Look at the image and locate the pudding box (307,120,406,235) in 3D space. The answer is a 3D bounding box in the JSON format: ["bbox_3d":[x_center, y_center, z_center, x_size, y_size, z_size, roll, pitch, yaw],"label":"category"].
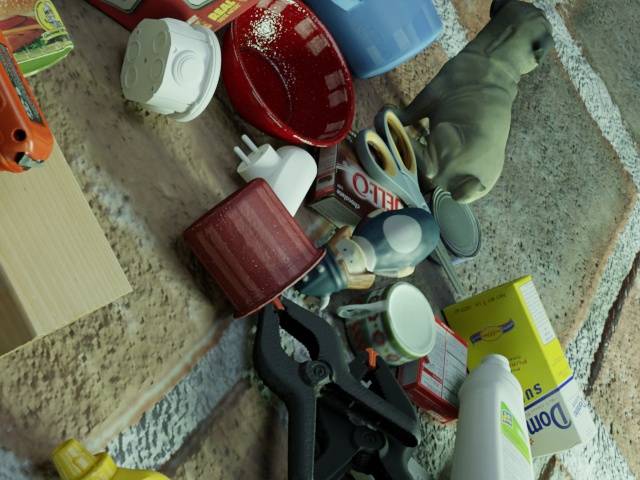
[{"bbox_3d":[0.039,-0.049,1.041,0.113,0.039,0.090,33,47,-36],"label":"pudding box"}]

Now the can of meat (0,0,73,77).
[{"bbox_3d":[-0.235,-0.157,0.759,0.101,0.058,0.084,-34,99,-53],"label":"can of meat"}]

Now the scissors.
[{"bbox_3d":[0.086,-0.033,1.045,0.096,0.016,0.202,-8,77,-53],"label":"scissors"}]

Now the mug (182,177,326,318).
[{"bbox_3d":[-0.056,0.001,0.870,0.081,0.093,0.117,54,8,-7],"label":"mug"}]

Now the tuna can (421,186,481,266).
[{"bbox_3d":[0.134,-0.016,1.141,0.086,0.034,0.086,27,51,-39],"label":"tuna can"}]

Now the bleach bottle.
[{"bbox_3d":[0.160,0.207,0.968,0.102,0.068,0.250,54,29,-29],"label":"bleach bottle"}]

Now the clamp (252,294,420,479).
[{"bbox_3d":[0.005,0.116,0.866,0.120,0.039,0.171,-6,60,-31],"label":"clamp"}]

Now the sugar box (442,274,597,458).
[{"bbox_3d":[0.203,0.133,1.091,0.048,0.094,0.176,-17,83,-52],"label":"sugar box"}]

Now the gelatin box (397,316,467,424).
[{"bbox_3d":[0.109,0.123,1.038,0.073,0.030,0.089,38,45,-33],"label":"gelatin box"}]

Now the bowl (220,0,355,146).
[{"bbox_3d":[-0.040,-0.152,0.990,0.161,0.055,0.162,27,51,-39],"label":"bowl"}]

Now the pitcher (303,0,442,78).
[{"bbox_3d":[0.021,-0.288,1.083,0.149,0.145,0.243,-37,105,-21],"label":"pitcher"}]

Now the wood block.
[{"bbox_3d":[-0.221,-0.031,0.678,0.090,0.090,0.206,-30,93,-53],"label":"wood block"}]

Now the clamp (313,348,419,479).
[{"bbox_3d":[0.026,0.175,0.876,0.164,0.036,0.210,9,44,-12],"label":"clamp"}]
